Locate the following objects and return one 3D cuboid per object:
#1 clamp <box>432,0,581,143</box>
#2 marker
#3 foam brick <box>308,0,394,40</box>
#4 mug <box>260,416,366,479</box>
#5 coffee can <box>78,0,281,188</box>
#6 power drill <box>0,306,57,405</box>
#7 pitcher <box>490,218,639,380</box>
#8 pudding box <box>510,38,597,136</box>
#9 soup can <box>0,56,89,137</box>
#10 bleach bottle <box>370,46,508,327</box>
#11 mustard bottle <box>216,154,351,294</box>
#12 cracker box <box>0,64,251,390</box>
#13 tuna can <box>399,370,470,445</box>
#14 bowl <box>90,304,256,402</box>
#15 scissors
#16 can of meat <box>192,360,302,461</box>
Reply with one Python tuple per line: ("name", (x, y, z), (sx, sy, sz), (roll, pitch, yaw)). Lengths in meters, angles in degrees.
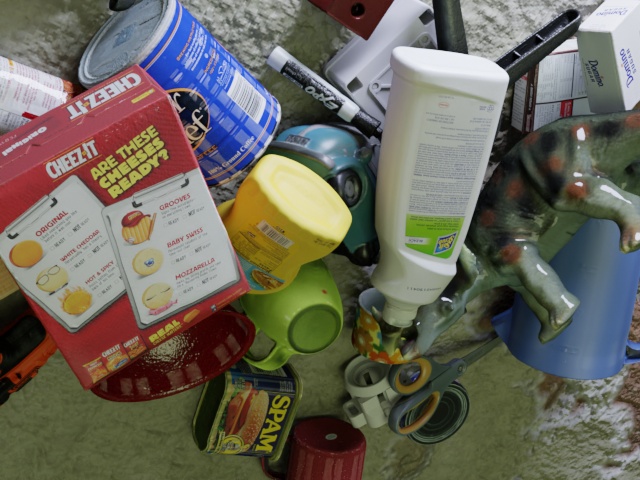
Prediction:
("clamp", (0.144, -0.140, 0.971), (0.164, 0.036, 0.210), (7, 111, -25))
("marker", (0.005, -0.130, 0.952), (0.121, 0.020, 0.020), (37, 98, 3))
("foam brick", (0.035, -0.226, 0.937), (0.052, 0.051, 0.078), (27, 102, -33))
("mug", (-0.007, 0.241, 1.151), (0.117, 0.093, 0.081), (11, 110, 10))
("coffee can", (-0.116, -0.125, 0.890), (0.103, 0.103, 0.140), (-46, 125, 3))
("power drill", (-0.309, 0.123, 0.897), (0.184, 0.187, 0.057), (-43, 86, 9))
("pitcher", (0.292, 0.018, 1.136), (0.149, 0.145, 0.243), (-6, 115, -32))
("pudding box", (0.252, -0.156, 1.083), (0.113, 0.039, 0.090), (-11, 117, -23))
("soup can", (-0.245, -0.108, 0.860), (0.102, 0.069, 0.068), (19, 107, -31))
("bleach bottle", (0.087, -0.038, 0.944), (0.102, 0.068, 0.251), (4, 115, -17))
("mustard bottle", (-0.056, 0.001, 0.961), (0.096, 0.192, 0.058), (36, 54, -10))
("cracker box", (-0.165, -0.007, 0.840), (0.164, 0.072, 0.213), (-31, 133, -13))
("tuna can", (0.126, 0.188, 1.208), (0.086, 0.034, 0.086), (-11, 120, -20))
("bowl", (-0.144, 0.088, 0.995), (0.162, 0.055, 0.162), (-18, 152, -10))
("scissors", (0.138, 0.128, 1.158), (0.201, 0.016, 0.096), (-42, 126, -27))
("can of meat", (-0.076, 0.173, 1.093), (0.083, 0.057, 0.102), (10, 111, -26))
